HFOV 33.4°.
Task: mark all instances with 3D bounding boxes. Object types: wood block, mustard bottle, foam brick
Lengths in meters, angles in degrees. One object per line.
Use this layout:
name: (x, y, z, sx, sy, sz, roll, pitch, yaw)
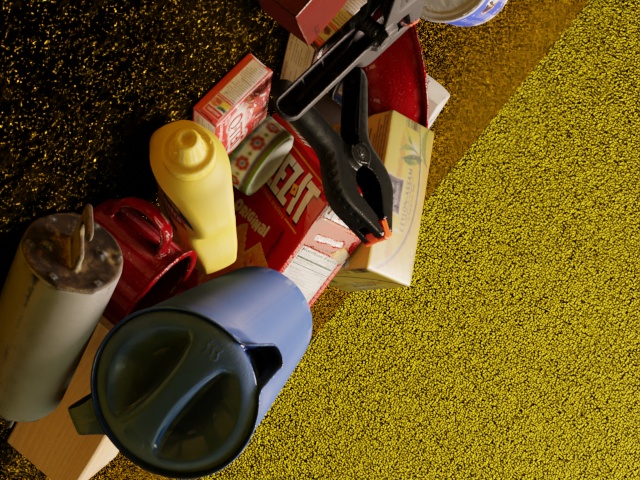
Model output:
wood block: (-0.221, 0.145, 1.070, 0.206, 0.091, 0.090, -56, 171, 31)
mustard bottle: (-0.102, -0.043, 0.860, 0.058, 0.096, 0.192, -23, 165, -11)
foam brick: (-0.017, -0.193, 0.818, 0.053, 0.051, 0.078, -50, 171, -1)

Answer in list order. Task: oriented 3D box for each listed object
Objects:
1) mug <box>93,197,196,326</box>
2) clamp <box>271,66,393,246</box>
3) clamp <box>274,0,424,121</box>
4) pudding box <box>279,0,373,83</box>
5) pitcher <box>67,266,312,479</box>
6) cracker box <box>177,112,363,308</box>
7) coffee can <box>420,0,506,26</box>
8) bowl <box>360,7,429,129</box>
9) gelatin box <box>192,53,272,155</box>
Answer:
mug: (-0.157, 0.012, 0.862, 0.093, 0.081, 0.117, -42, 168, -47)
clamp: (0.029, -0.083, 0.979, 0.120, 0.171, 0.039, -31, -170, -41)
clamp: (0.038, -0.179, 0.938, 0.165, 0.036, 0.209, -48, 177, 21)
pudding box: (0.007, -0.188, 1.004, 0.090, 0.039, 0.113, -46, 170, -20)
pitcher: (-0.094, 0.098, 0.899, 0.242, 0.149, 0.145, -36, 149, -74)
cracker box: (-0.057, 0.001, 1.081, 0.072, 0.164, 0.214, 24, 110, -39)
coffee can: (0.141, -0.277, 1.115, 0.103, 0.103, 0.140, -53, 172, 18)
bowl: (0.068, -0.176, 1.142, 0.055, 0.162, 0.162, -11, 164, -8)
gelatin box: (-0.078, -0.110, 0.929, 0.073, 0.030, 0.089, -47, 171, -21)
